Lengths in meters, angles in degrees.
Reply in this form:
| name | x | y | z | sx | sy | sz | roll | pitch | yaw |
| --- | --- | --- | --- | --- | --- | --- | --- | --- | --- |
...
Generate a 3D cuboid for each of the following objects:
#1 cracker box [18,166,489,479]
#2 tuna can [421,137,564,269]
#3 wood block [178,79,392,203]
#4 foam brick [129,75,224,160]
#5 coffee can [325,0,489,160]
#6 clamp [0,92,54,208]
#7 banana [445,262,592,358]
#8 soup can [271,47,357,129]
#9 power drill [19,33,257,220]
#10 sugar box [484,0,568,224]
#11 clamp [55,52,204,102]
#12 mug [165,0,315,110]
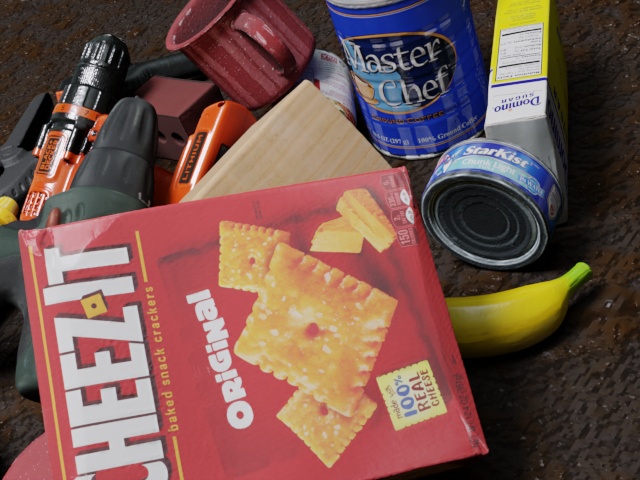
| name | x | y | z | sx | sy | sz | roll | pitch | yaw |
| --- | --- | --- | --- | --- | --- | --- | --- | --- | --- |
| cracker box | -0.038 | 0.059 | 0.561 | 0.213 | 0.072 | 0.164 | -10 | 71 | -10 |
| tuna can | 0.108 | -0.021 | 0.677 | 0.086 | 0.086 | 0.033 | 5 | 46 | 30 |
| wood block | -0.054 | 0.001 | 0.701 | 0.205 | 0.090 | 0.091 | -51 | 12 | -33 |
| foam brick | -0.123 | -0.104 | 0.917 | 0.078 | 0.053 | 0.051 | 12 | 48 | 37 |
| coffee can | 0.068 | -0.147 | 0.803 | 0.103 | 0.140 | 0.103 | -13 | 38 | 11 |
| clamp | -0.276 | -0.069 | 0.961 | 0.209 | 0.036 | 0.165 | -38 | 38 | -26 |
| banana | 0.065 | 0.046 | 0.660 | 0.198 | 0.037 | 0.069 | -2 | 23 | 22 |
| soup can | -0.006 | -0.099 | 0.842 | 0.068 | 0.068 | 0.102 | -14 | 38 | 10 |
| power drill | -0.141 | -0.076 | 0.842 | 0.188 | 0.057 | 0.184 | 8 | 77 | 33 |
| sugar box | 0.148 | -0.098 | 0.746 | 0.048 | 0.093 | 0.176 | -8 | 40 | 17 |
| clamp | -0.173 | -0.148 | 0.982 | 0.120 | 0.039 | 0.171 | -5 | 25 | 23 |
| mug | -0.053 | -0.152 | 0.810 | 0.093 | 0.081 | 0.117 | -51 | 28 | -7 |
